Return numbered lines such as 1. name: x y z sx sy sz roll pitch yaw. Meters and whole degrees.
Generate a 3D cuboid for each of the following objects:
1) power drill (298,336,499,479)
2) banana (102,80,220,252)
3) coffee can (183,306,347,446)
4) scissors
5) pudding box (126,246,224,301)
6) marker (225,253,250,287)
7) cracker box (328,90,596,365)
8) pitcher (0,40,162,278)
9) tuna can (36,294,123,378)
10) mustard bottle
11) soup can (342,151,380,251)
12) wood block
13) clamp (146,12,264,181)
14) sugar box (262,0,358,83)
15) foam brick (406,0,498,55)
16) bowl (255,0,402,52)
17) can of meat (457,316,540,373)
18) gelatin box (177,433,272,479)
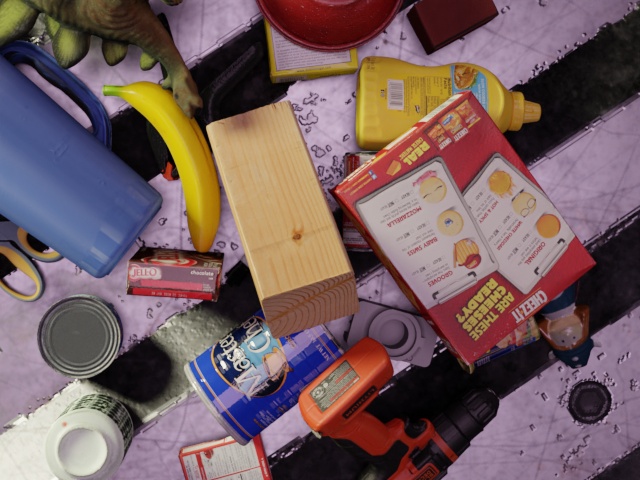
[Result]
1. power drill: 0.080 0.180 1.082 0.184 0.057 0.187 -43 125 -2
2. banana: -0.143 -0.085 1.079 0.070 0.037 0.198 -26 96 31
3. coffee can: -0.053 0.126 1.089 0.140 0.103 0.103 -38 94 -2
4. scissors: -0.343 -0.028 1.110 0.096 0.016 0.202 -36 94 -2
5. pudding box: -0.144 0.033 1.075 0.090 0.113 0.039 5 95 -4
6. marker: -0.057 0.001 1.126 0.020 0.020 0.121 41 89 -4
7. cracker box: 0.137 -0.013 1.049 0.164 0.072 0.213 -38 97 -3
8. pitcher: -0.275 -0.082 1.065 0.242 0.145 0.149 38 101 -8
9. tuna can: -0.249 0.099 1.111 0.086 0.034 0.086 0 92 -3
10. mustard bottle: 0.134 -0.139 1.112 0.191 0.058 0.096 2 73 -4
11. soup can: 0.056 -0.040 1.107 0.068 0.068 0.102 1 91 -4
12. wood block: -0.038 -0.023 1.045 0.091 0.090 0.206 -17 60 -3
13. clamp: -0.143 -0.150 1.107 0.120 0.039 0.171 26 94 11
14. sugar box: -0.017 -0.258 1.108 0.093 0.048 0.176 -7 89 -3
15. foam brick: 0.137 -0.236 1.114 0.078 0.053 0.051 -29 93 -3
16. bowl: 0.011 -0.272 1.059 0.162 0.055 0.162 0 89 -5
17. can of meat: 0.172 0.076 1.124 0.084 0.057 0.102 -23 93 -5
18. gelatin box: -0.098 0.246 1.127 0.089 0.030 0.073 -15 94 -3
